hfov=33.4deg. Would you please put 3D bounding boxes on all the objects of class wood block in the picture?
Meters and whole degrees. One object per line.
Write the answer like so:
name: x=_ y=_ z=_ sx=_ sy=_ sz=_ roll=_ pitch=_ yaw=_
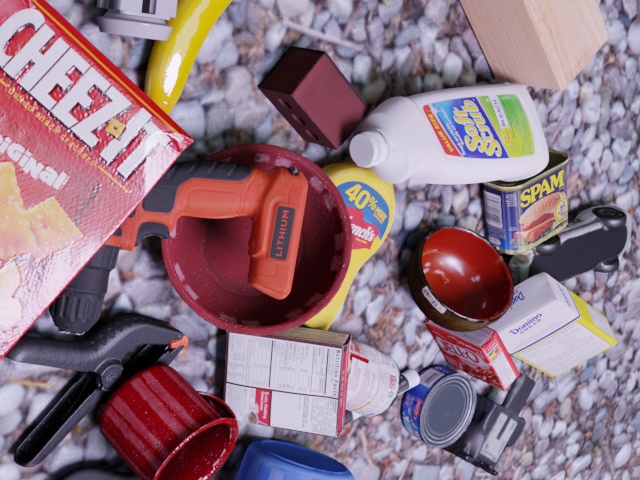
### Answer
wood block: x=0.194 y=-0.256 z=1.042 sx=0.090 sy=0.091 sz=0.206 roll=-48 pitch=128 yaw=-19

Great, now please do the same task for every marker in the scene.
marker: x=0.054 y=0.166 z=1.111 sx=0.120 sy=0.020 sz=0.020 roll=-24 pitch=118 yaw=-32

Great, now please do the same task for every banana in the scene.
banana: x=-0.087 y=-0.186 z=0.868 sx=0.197 sy=0.037 sz=0.069 roll=-50 pitch=127 yaw=-16

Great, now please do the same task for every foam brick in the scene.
foam brick: x=-0.005 y=-0.126 z=0.945 sx=0.051 sy=0.053 sz=0.078 roll=-54 pitch=129 yaw=-13

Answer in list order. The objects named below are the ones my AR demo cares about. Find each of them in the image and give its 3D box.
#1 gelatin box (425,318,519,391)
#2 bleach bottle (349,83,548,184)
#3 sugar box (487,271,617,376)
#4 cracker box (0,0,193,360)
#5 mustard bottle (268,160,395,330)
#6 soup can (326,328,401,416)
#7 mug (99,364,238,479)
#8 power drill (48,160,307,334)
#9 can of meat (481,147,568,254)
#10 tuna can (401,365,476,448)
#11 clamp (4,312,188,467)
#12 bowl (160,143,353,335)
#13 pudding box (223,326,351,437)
gelatin box: x=0.160 y=0.115 z=1.136 sx=0.030 sy=0.089 sz=0.073 roll=-45 pitch=127 yaw=-18
bleach bottle: x=0.119 y=-0.092 z=1.010 sx=0.250 sy=0.068 sz=0.102 roll=-15 pitch=89 yaw=-47
sugar box: x=0.254 y=0.097 z=1.197 sx=0.093 sy=0.048 sz=0.176 roll=-33 pitch=142 yaw=21
cracker box: x=-0.220 y=-0.046 z=0.740 sx=0.164 sy=0.072 sz=0.213 roll=43 pitch=83 yaw=-21
mustard bottle: x=0.017 y=-0.014 z=0.996 sx=0.096 sy=0.058 sz=0.191 roll=41 pitch=77 yaw=-33
soup can: x=0.022 y=0.129 z=1.040 sx=0.102 sy=0.069 sz=0.068 roll=26 pitch=87 yaw=-42
mug: x=-0.121 y=0.155 z=0.894 sx=0.117 sy=0.082 sz=0.093 roll=-17 pitch=139 yaw=-48
power drill: x=-0.112 y=-0.006 z=0.840 sx=0.187 sy=0.057 sz=0.184 roll=11 pitch=91 yaw=-13
can of meat: x=0.223 y=-0.043 z=1.159 sx=0.101 sy=0.058 sz=0.084 roll=-27 pitch=123 yaw=-30
tuna can: x=0.129 y=0.181 z=1.169 sx=0.085 sy=0.034 sz=0.086 roll=-14 pitch=113 yaw=-36
clamp: x=-0.187 y=0.100 z=0.873 sx=0.171 sy=0.039 sz=0.120 roll=-33 pitch=139 yaw=-34
bowl: x=-0.056 y=0.001 z=0.914 sx=0.162 sy=0.055 sz=0.162 roll=1 pitch=84 yaw=-9
pudding box: x=-0.031 y=0.124 z=0.969 sx=0.039 sy=0.113 sz=0.090 roll=-48 pitch=144 yaw=-73
